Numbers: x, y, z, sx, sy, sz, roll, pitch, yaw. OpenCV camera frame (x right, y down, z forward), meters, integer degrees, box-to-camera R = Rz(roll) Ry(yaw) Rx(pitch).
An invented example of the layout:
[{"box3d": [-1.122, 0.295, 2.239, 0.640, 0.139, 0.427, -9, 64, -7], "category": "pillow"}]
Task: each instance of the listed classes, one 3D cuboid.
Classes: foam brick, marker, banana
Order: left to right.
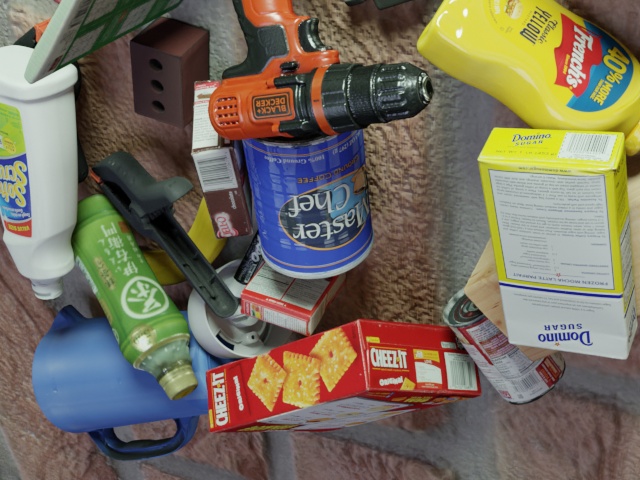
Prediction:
[{"box3d": [-0.131, -0.147, 0.937, 0.053, 0.051, 0.078, 19, 135, 16], "category": "foam brick"}, {"box3d": [-0.138, 0.004, 1.085, 0.069, 0.037, 0.198, 47, 135, -15], "category": "banana"}, {"box3d": [-0.057, 0.001, 1.016, 0.020, 0.020, 0.121, 30, 113, 4], "category": "marker"}]

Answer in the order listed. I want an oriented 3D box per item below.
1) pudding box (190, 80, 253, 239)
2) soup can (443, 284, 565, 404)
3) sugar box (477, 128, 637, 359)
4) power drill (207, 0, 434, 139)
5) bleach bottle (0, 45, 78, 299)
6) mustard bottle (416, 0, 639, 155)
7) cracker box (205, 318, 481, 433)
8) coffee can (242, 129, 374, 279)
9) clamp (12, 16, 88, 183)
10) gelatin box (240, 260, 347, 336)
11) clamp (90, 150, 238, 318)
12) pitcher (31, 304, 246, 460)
[{"box3d": [-0.084, -0.071, 0.933, 0.039, 0.090, 0.113, -6, 140, 1], "category": "pudding box"}, {"box3d": [0.166, 0.089, 0.956, 0.069, 0.068, 0.102, -21, 115, 41], "category": "soup can"}, {"box3d": [0.172, 0.004, 0.761, 0.093, 0.048, 0.176, 6, 135, 26], "category": "sugar box"}, {"box3d": [-0.010, -0.170, 0.784, 0.185, 0.057, 0.188, -3, 96, 29], "category": "power drill"}, {"box3d": [-0.268, -0.051, 1.012, 0.103, 0.067, 0.251, 24, 129, 33], "category": "bleach bottle"}, {"box3d": [0.168, -0.118, 0.751, 0.191, 0.096, 0.058, 34, 148, -1], "category": "mustard bottle"}, {"box3d": [0.019, 0.134, 1.023, 0.163, 0.072, 0.214, 10, 157, -44], "category": "cracker box"}, {"box3d": [-0.010, -0.052, 0.911, 0.103, 0.102, 0.140, 11, 132, 22], "category": "coffee can"}, {"box3d": [-0.261, -0.134, 1.033, 0.120, 0.039, 0.172, 36, 139, 5], "category": "clamp"}, {"box3d": [-0.024, 0.044, 1.014, 0.073, 0.089, 0.030, 17, 132, 18], "category": "gelatin box"}, {"box3d": [-0.157, -0.035, 0.998, 0.210, 0.036, 0.164, 40, 154, 35], "category": "clamp"}, {"box3d": [-0.186, 0.150, 1.177, 0.243, 0.145, 0.149, -9, 144, 33], "category": "pitcher"}]
